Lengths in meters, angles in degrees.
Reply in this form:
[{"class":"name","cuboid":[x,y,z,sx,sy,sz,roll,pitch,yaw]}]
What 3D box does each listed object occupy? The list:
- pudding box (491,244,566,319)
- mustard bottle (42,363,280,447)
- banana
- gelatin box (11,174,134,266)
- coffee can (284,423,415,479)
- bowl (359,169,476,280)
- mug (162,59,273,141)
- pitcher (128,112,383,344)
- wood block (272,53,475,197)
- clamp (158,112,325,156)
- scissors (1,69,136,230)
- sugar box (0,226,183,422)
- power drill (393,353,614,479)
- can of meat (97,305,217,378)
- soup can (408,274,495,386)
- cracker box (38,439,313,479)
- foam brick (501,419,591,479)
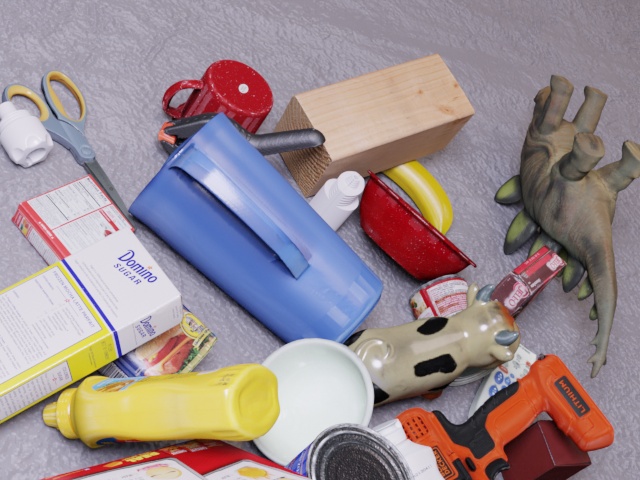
[{"class":"pudding box","cuboid":[0.215,0.064,1.198,0.039,0.114,0.089,48,42,13]},{"class":"mustard bottle","cuboid":[-0.135,0.133,0.847,0.096,0.192,0.058,0,84,-70]},{"class":"banana","cuboid":[0.097,-0.077,1.290,0.198,0.037,0.069,46,41,6]},{"class":"gelatin box","cuboid":[-0.230,-0.014,0.999,0.073,0.030,0.089,48,42,10]},{"class":"coffee can","cuboid":[0.000,0.227,0.876,0.102,0.141,0.103,20,45,-22]},{"class":"bowl","cuboid":[0.096,-0.006,1.182,0.162,0.055,0.162,42,5,-5]},{"class":"mug","cuboid":[-0.114,-0.145,1.158,0.117,0.082,0.093,15,47,-26]},{"class":"pitcher","cuboid":[-0.057,0.001,1.031,0.243,0.145,0.149,43,35,-3]},{"class":"wood block","cuboid":[0.061,-0.135,1.231,0.205,0.091,0.090,-21,73,-29]},{"class":"clamp","cuboid":[-0.088,-0.077,1.126,0.171,0.120,0.039,13,20,0]},{"class":"scissors","cuboid":[-0.254,-0.091,1.057,0.096,0.016,0.202,-3,57,-36]},{"class":"sugar box","cuboid":[-0.209,0.067,0.871,0.176,0.048,0.093,-27,57,-24]},{"class":"power drill","cuboid":[0.184,0.209,1.024,0.187,0.057,0.184,-28,64,-10]},{"class":"can of meat","cuboid":[-0.151,0.093,0.945,0.084,0.058,0.102,44,42,-1]},{"class":"soup can","cuboid":[0.145,0.097,1.152,0.068,0.069,0.102,1,55,-36]},{"class":"cracker box","cuboid":[-0.076,0.212,0.753,0.163,0.214,0.072,-6,103,-45]},{"class":"foam brick","cuboid":[0.227,0.223,1.098,0.052,0.078,0.051,6,53,-33]}]
